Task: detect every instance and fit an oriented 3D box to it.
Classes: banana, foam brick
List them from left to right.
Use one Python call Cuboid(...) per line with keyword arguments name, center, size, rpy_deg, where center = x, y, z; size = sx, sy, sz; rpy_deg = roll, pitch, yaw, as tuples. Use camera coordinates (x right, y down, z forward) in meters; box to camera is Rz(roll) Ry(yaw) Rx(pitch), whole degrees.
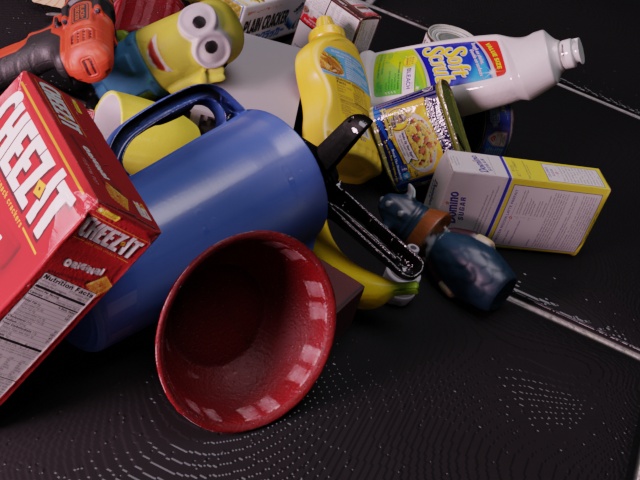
Cuboid(name="foam brick", center=(-0.007, 0.062, 0.927), size=(0.051, 0.053, 0.078), rpy_deg=(31, 38, 17))
Cuboid(name="banana", center=(0.013, 0.010, 1.006), size=(0.069, 0.037, 0.198), rpy_deg=(-19, 42, -22))

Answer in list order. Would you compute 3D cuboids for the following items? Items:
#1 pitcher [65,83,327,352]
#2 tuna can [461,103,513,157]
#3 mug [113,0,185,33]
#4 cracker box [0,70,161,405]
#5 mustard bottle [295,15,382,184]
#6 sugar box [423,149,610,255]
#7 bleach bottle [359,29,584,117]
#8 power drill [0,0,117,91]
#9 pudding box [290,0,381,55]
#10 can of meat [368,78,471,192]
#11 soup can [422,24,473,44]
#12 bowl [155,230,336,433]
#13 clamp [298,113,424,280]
Cuboid(name="pitcher", center=(-0.125, -0.018, 0.896), size=(0.149, 0.145, 0.242), rpy_deg=(36, 49, 28))
Cuboid(name="tuna can", center=(0.188, -0.128, 1.219), size=(0.033, 0.086, 0.086), rpy_deg=(5, 39, -14))
Cuboid(name="mug", center=(-0.206, -0.220, 1.187), size=(0.117, 0.093, 0.081), rpy_deg=(-12, 42, 12))
Cuboid(name="cracker box", center=(-0.236, 0.008, 0.774), size=(0.072, 0.214, 0.164), rpy_deg=(30, 18, -50))
Cuboid(name="mustard bottle", center=(0.015, -0.160, 1.146), size=(0.096, 0.058, 0.191), rpy_deg=(19, 55, -43))
Cuboid(name="sugar box", center=(0.198, -0.038, 1.103), size=(0.176, 0.093, 0.048), rpy_deg=(8, 37, -13))
Cuboid(name="bleach bottle", center=(0.163, -0.186, 1.177), size=(0.251, 0.068, 0.102), rpy_deg=(-10, 55, 26))
Cuboid(name="power drill", center=(-0.295, -0.201, 1.072), size=(0.187, 0.057, 0.184), rpy_deg=(-19, 40, 4))
Cuboid(name="pudding box", center=(0.013, -0.236, 1.264), size=(0.039, 0.114, 0.090), rpy_deg=(-21, 52, -43))
Cuboid(name="can of meat", center=(0.107, -0.108, 1.128), size=(0.084, 0.102, 0.057), rpy_deg=(-17, 0, 19))
Cuboid(name="soup can", center=(0.144, -0.198, 1.276), size=(0.068, 0.102, 0.068), rpy_deg=(11, 38, -9))
Cuboid(name="bowl", center=(-0.067, 0.066, 0.840), size=(0.161, 0.162, 0.055), rpy_deg=(-11, 18, -33))
Cuboid(name="clamp", center=(-0.002, -0.060, 0.956), size=(0.036, 0.164, 0.210), rpy_deg=(-38, 41, -26))
